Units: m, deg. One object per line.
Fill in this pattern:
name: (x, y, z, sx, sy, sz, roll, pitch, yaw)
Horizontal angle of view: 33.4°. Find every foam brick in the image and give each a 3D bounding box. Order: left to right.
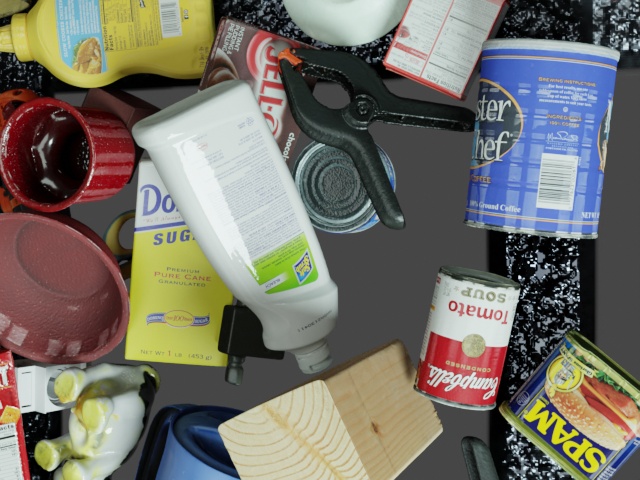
foam brick: (-0.190, -0.096, 0.965, 0.051, 0.053, 0.078, 30, 102, 15)

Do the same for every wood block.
wood block: (0.017, 0.145, 0.824, 0.090, 0.205, 0.091, -27, 83, 18)

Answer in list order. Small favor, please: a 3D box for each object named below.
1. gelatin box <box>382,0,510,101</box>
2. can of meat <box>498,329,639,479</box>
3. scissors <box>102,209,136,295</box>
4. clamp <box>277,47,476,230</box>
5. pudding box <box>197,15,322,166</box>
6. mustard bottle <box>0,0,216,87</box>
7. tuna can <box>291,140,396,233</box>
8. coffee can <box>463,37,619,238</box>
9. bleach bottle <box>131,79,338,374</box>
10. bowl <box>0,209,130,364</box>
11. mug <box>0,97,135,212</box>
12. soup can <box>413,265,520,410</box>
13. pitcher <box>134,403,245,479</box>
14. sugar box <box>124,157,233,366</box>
gelatin box: (0.102, -0.168, 0.870, 0.073, 0.030, 0.089, 26, 101, 15)
can of meat: (0.207, 0.132, 0.836, 0.102, 0.057, 0.084, 40, 102, 12)
scissors: (-0.221, 0.025, 1.002, 0.202, 0.016, 0.096, -6, 89, 20)
clamp: (0.043, -0.104, 0.865, 0.120, 0.039, 0.171, -43, 87, -19)
pudding box: (-0.057, -0.122, 0.903, 0.090, 0.039, 0.113, 16, 102, -18)
mustard bottle: (-0.187, -0.182, 0.924, 0.191, 0.058, 0.096, -6, 91, -2)
tuna can: (0.018, -0.048, 0.904, 0.086, 0.033, 0.086, 1, 93, 19)
coffee can: (0.167, -0.077, 0.813, 0.103, 0.102, 0.140, 7, 96, 19)
bleach bottle: (-0.056, 0.001, 0.874, 0.102, 0.068, 0.251, -28, 109, -16)
bowl: (-0.235, 0.030, 0.928, 0.162, 0.055, 0.162, 6, 125, 8)
mug: (-0.219, -0.079, 0.904, 0.117, 0.081, 0.093, 37, 105, 13)
soup can: (0.118, 0.077, 0.858, 0.069, 0.068, 0.102, 13, 97, 18)
pitcher: (-0.107, 0.270, 0.925, 0.145, 0.149, 0.243, 19, 103, -7)
sugar box: (-0.119, 0.018, 0.937, 0.093, 0.048, 0.176, 4, 98, -4)
